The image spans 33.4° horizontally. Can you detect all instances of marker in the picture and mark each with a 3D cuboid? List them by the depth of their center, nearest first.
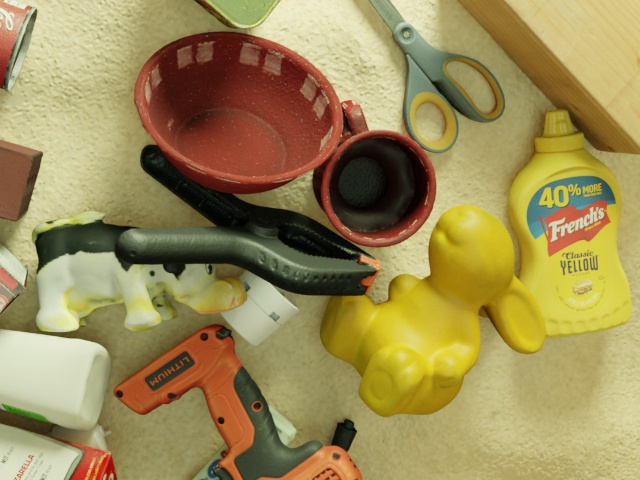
[{"bbox_3d":[0.004,0.214,0.936,0.020,0.020,0.121,20,94,-13],"label":"marker"}]

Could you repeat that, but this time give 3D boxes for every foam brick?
[{"bbox_3d":[-0.248,-0.049,0.821,0.051,0.078,0.053,16,95,-11],"label":"foam brick"}]

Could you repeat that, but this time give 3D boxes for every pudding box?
[{"bbox_3d":[-0.266,0.012,0.809,0.039,0.113,0.090,-45,103,-5],"label":"pudding box"}]

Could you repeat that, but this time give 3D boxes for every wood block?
[{"bbox_3d":[0.209,-0.175,0.877,0.206,0.090,0.091,44,88,-13],"label":"wood block"}]

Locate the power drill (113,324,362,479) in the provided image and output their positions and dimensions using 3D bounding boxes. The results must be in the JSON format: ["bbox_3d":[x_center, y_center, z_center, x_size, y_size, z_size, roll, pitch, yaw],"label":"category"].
[{"bbox_3d":[-0.086,0.178,0.869,0.184,0.057,0.187,-35,87,0],"label":"power drill"}]

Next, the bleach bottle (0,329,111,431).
[{"bbox_3d":[-0.296,0.089,0.829,0.251,0.102,0.068,12,76,1],"label":"bleach bottle"}]

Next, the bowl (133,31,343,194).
[{"bbox_3d":[-0.066,-0.089,0.833,0.162,0.162,0.055,6,141,-11],"label":"bowl"}]

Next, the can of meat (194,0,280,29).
[{"bbox_3d":[-0.081,-0.209,0.823,0.102,0.084,0.057,38,91,-13],"label":"can of meat"}]

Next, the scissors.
[{"bbox_3d":[0.065,-0.151,0.893,0.201,0.016,0.096,34,92,-13],"label":"scissors"}]

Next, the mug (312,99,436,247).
[{"bbox_3d":[0.035,-0.057,0.868,0.093,0.081,0.117,-20,102,-7],"label":"mug"}]

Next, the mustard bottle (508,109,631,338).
[{"bbox_3d":[0.211,-0.016,0.918,0.096,0.058,0.191,-8,100,-5],"label":"mustard bottle"}]

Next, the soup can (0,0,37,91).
[{"bbox_3d":[-0.274,-0.162,0.805,0.102,0.068,0.068,19,95,-12],"label":"soup can"}]

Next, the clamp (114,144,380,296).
[{"bbox_3d":[-0.055,0.001,0.813,0.210,0.164,0.036,22,117,-6],"label":"clamp"}]
